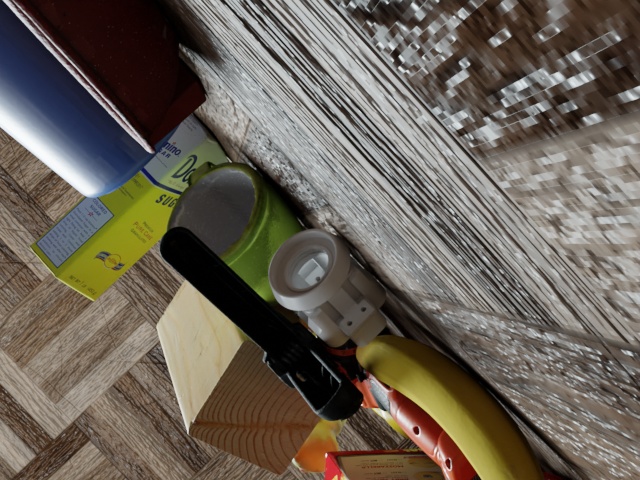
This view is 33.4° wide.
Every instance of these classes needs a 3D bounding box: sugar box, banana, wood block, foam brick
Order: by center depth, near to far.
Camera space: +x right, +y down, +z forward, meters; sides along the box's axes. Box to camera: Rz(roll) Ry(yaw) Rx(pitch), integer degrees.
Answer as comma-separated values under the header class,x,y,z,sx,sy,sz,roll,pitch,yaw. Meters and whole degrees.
class,x,y,z,sx,sy,sz,roll,pitch,yaw
banana,0.084,0.114,0.674,0.037,0.070,0.198,-5,-139,-37
foam brick,-0.119,-0.106,0.681,0.078,0.053,0.051,46,176,3
wood block,-0.069,0.097,0.903,0.090,0.090,0.206,29,-171,-22
sugar box,-0.159,-0.029,0.927,0.048,0.176,0.093,48,177,17

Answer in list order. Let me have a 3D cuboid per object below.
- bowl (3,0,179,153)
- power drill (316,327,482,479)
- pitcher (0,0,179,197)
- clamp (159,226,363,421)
class,x,y,z,sx,sy,sz,roll,pitch,yaw
bowl,-0.127,-0.124,0.575,0.162,0.055,0.162,47,176,4
power drill,0.065,0.110,0.809,0.188,0.057,0.184,44,168,39
pitcher,-0.209,-0.153,0.756,0.242,0.149,0.145,45,162,-21
clamp,-0.012,0.081,0.707,0.165,0.036,0.209,43,176,32
